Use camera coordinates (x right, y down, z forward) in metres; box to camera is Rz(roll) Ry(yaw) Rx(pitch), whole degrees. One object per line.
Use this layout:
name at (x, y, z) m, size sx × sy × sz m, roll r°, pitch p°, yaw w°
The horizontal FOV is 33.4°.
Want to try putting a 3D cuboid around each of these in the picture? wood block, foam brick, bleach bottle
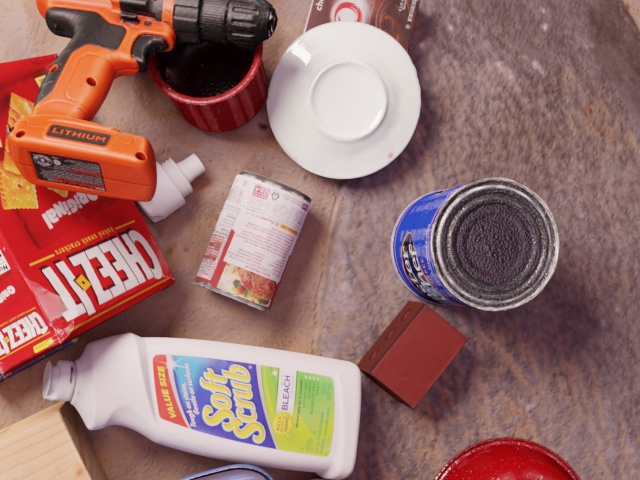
wood block at (-0.278, 0.213, 0.838) m, size 0.206 × 0.091 × 0.090 m, roll -25°, pitch 92°, yaw -8°
foam brick at (0.078, 0.096, 0.913) m, size 0.051 × 0.053 × 0.078 m, roll 40°, pitch 83°, yaw -6°
bleach bottle at (-0.093, 0.131, 0.849) m, size 0.250 × 0.068 × 0.102 m, roll 9°, pitch 80°, yaw -23°

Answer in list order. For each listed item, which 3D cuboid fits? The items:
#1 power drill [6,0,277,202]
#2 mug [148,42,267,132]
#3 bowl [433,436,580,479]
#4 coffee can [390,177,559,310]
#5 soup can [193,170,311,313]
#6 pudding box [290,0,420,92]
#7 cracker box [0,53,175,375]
power drill at (-0.135, -0.120, 0.777) m, size 0.184 × 0.057 × 0.187 m, roll 8°, pitch 58°, yaw 5°
mug at (-0.090, -0.150, 0.873) m, size 0.093 × 0.081 × 0.117 m, roll -14°, pitch 74°, yaw 1°
bowl at (0.169, 0.251, 0.914) m, size 0.162 × 0.055 × 0.162 m, roll 1°, pitch 82°, yaw -10°
coffee can at (0.122, 0.005, 0.877) m, size 0.102 × 0.140 × 0.103 m, roll 0°, pitch 89°, yaw -9°
soup can at (-0.056, 0.001, 0.888) m, size 0.068 × 0.068 × 0.102 m, roll 22°, pitch 85°, yaw -8°
pudding box at (0.028, -0.166, 0.918) m, size 0.090 × 0.039 × 0.113 m, roll 14°, pitch 87°, yaw -8°
cracker box at (-0.219, -0.029, 0.814) m, size 0.072 × 0.164 × 0.214 m, roll -27°, pitch 92°, yaw 27°
